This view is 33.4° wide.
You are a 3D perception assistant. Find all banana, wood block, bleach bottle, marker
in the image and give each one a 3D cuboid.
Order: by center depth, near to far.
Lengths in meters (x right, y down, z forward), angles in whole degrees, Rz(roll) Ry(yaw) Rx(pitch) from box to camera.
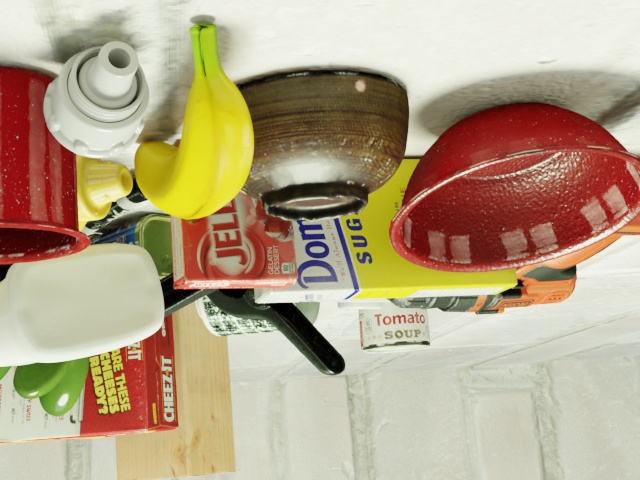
[{"bbox_3d":[-0.067,-0.045,0.561,0.037,0.069,0.198,-4,169,-20],"label":"banana"},{"bbox_3d":[-0.144,-0.026,0.753,0.020,0.020,0.121,3,166,-33],"label":"marker"},{"bbox_3d":[-0.203,0.058,0.755,0.102,0.068,0.251,-10,175,-33],"label":"bleach bottle"},{"bbox_3d":[-0.150,0.136,1.085,0.091,0.206,0.090,-10,168,25],"label":"wood block"}]

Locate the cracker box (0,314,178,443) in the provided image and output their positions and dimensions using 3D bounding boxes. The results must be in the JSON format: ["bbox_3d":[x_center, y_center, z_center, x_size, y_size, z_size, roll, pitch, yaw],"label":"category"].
[{"bbox_3d":[-0.245,0.107,1.012,0.214,0.164,0.072,-8,170,20],"label":"cracker box"}]

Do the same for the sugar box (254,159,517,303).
[{"bbox_3d":[0.041,-0.008,0.729,0.176,0.093,0.048,-2,168,-15],"label":"sugar box"}]

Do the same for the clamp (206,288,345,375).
[{"bbox_3d":[-0.043,0.050,0.926,0.172,0.120,0.039,13,-156,28],"label":"clamp"}]

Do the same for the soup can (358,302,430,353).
[{"bbox_3d":[0.068,0.054,1.025,0.068,0.102,0.068,-4,169,-1],"label":"soup can"}]

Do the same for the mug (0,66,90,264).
[{"bbox_3d":[-0.161,-0.034,0.545,0.093,0.081,0.117,-7,168,14],"label":"mug"}]

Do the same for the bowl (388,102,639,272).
[{"bbox_3d":[0.118,-0.037,0.654,0.162,0.055,0.162,-6,154,-3],"label":"bowl"}]

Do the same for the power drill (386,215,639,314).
[{"bbox_3d":[0.159,0.003,0.823,0.184,0.057,0.188,-3,158,-29],"label":"power drill"}]

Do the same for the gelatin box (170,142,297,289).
[{"bbox_3d":[-0.055,-0.015,0.664,0.073,0.089,0.030,0,168,-21],"label":"gelatin box"}]

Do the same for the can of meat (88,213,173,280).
[{"bbox_3d":[-0.133,0.016,0.875,0.101,0.057,0.084,7,162,-44],"label":"can of meat"}]
